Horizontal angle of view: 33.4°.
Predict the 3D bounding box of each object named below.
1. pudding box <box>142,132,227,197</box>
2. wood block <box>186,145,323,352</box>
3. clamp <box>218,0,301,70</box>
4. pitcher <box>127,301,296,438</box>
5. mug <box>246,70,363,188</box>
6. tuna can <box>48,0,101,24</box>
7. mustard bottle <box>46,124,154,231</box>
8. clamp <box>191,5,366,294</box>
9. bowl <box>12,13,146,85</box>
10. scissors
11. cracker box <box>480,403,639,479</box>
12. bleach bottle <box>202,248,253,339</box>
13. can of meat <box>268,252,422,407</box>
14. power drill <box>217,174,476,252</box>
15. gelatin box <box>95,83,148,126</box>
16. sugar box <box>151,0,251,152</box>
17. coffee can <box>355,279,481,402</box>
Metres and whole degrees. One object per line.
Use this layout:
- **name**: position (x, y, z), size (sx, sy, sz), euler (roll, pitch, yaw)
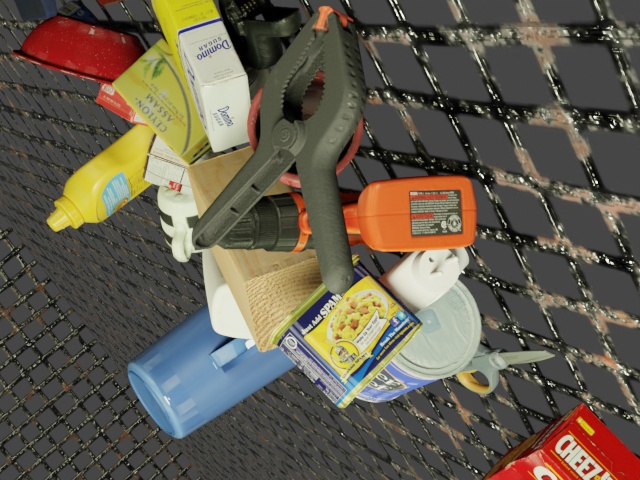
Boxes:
- **pudding box**: position (-0.142, -0.080, 1.210), size (0.113, 0.039, 0.090), euler (18, 161, -8)
- **wood block**: position (-0.056, 0.001, 1.050), size (0.206, 0.090, 0.091), euler (-122, 16, -50)
- **clamp**: position (-0.062, -0.198, 0.873), size (0.120, 0.039, 0.172), euler (66, 166, 4)
- **pitcher**: position (-0.098, 0.120, 1.247), size (0.145, 0.242, 0.149), euler (36, 151, 39)
- **mug**: position (-0.014, -0.100, 0.892), size (0.081, 0.093, 0.117), euler (95, 170, -84)
- **tuna can**: position (-0.286, -0.245, 1.284), size (0.086, 0.033, 0.086), euler (42, 160, 19)
- **mustard bottle**: position (-0.246, -0.075, 1.276), size (0.058, 0.191, 0.096), euler (44, 160, 13)
- **clamp**: position (-0.009, -0.067, 0.793), size (0.165, 0.210, 0.036), euler (25, -174, 41)
- **bowl**: position (-0.251, -0.210, 1.172), size (0.162, 0.055, 0.162), euler (16, -170, -3)
- **scissors**: position (0.153, 0.099, 1.006), size (0.096, 0.016, 0.202), euler (46, 160, 10)
- **cracker box**: position (0.249, 0.257, 1.010), size (0.164, 0.072, 0.214), euler (45, 160, 10)
- **bleach bottle**: position (-0.082, 0.024, 1.206), size (0.251, 0.102, 0.068), euler (-109, 23, -65)
- **can of meat**: position (0.023, 0.075, 0.879), size (0.084, 0.102, 0.057), euler (44, 159, 8)
- **power drill**: position (0.020, -0.019, 0.866), size (0.188, 0.184, 0.057), euler (1, 96, 60)
- **gelatin box**: position (-0.195, -0.151, 1.201), size (0.089, 0.030, 0.073), euler (8, -162, -47)
- **sugar box**: position (-0.107, -0.173, 0.920), size (0.093, 0.048, 0.176), euler (87, 164, -60)
- **coffee can**: position (0.075, 0.091, 1.008), size (0.103, 0.102, 0.140), euler (49, 155, 1)
